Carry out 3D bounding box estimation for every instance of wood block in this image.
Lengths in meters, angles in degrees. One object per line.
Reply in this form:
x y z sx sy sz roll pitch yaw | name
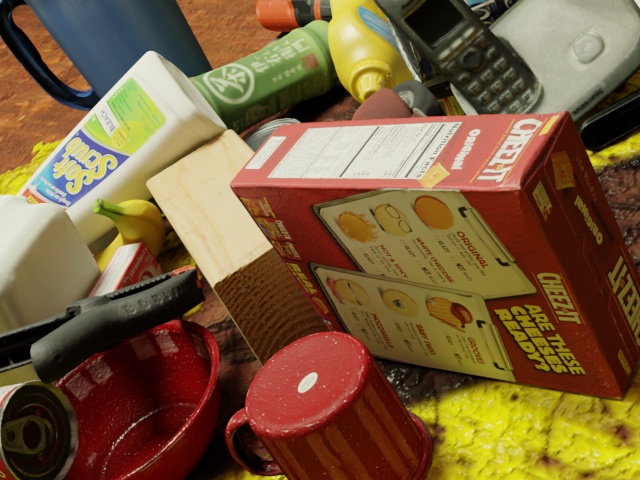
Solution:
-0.055 0.001 0.828 0.090 0.090 0.206 -33 31 -6 | wood block

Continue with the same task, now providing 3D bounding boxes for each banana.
-0.174 0.006 0.914 0.198 0.069 0.037 131 148 -58 | banana

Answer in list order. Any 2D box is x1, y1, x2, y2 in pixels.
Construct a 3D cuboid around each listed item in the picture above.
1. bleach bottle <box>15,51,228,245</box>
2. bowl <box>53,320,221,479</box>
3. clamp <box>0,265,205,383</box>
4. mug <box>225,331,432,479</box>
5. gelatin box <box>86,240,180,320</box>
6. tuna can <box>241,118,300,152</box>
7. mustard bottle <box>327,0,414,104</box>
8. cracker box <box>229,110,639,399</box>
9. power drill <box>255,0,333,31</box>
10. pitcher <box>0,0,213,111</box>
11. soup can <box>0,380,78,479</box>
-0.201 -0.045 0.937 0.251 0.068 0.103 -44 59 10 | bleach bottle
-0.128 0.130 0.741 0.162 0.055 0.162 -22 32 15 | bowl
-0.151 0.058 0.718 0.209 0.036 0.165 -21 8 -41 | clamp
-0.003 0.111 0.635 0.117 0.081 0.093 -15 34 24 | mug
-0.148 0.057 0.844 0.030 0.073 0.089 -11 36 29 | gelatin box
-0.047 -0.073 0.980 0.086 0.033 0.086 -22 32 15 | tuna can
0.048 -0.180 0.989 0.058 0.096 0.191 -35 28 25 | mustard bottle
0.072 0.005 0.643 0.214 0.164 0.072 3 47 43 | cracker box
0.043 -0.290 1.174 0.185 0.057 0.187 11 45 41 | power drill
-0.198 -0.191 1.075 0.149 0.242 0.144 3 45 43 | pitcher
-0.219 0.131 0.696 0.102 0.068 0.068 -12 36 29 | soup can
